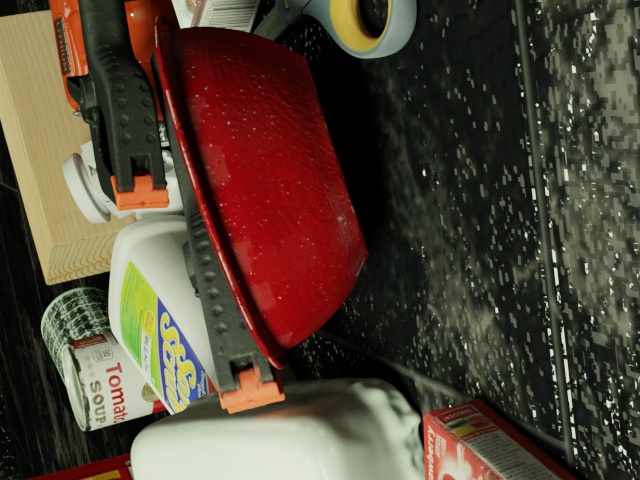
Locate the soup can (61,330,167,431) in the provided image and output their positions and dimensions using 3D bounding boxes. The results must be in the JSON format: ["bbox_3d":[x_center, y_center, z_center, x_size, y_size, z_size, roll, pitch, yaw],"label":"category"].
[{"bbox_3d":[-0.133,0.096,0.791,0.069,0.102,0.068,167,90,-68],"label":"soup can"}]

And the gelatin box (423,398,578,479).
[{"bbox_3d":[0.069,0.118,0.413,0.073,0.030,0.089,-142,44,-57],"label":"gelatin box"}]

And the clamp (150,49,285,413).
[{"bbox_3d":[-0.054,0.001,0.552,0.210,0.036,0.164,-110,6,-57],"label":"clamp"}]

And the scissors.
[{"bbox_3d":[-0.003,-0.097,0.486,0.202,0.016,0.096,124,129,-61],"label":"scissors"}]

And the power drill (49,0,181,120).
[{"bbox_3d":[-0.141,-0.165,0.726,0.188,0.057,0.184,176,84,-69],"label":"power drill"}]

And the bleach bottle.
[{"bbox_3d":[-0.057,0.083,0.656,0.251,0.067,0.103,43,131,48],"label":"bleach bottle"}]

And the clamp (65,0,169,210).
[{"bbox_3d":[-0.115,-0.090,0.589,0.171,0.039,0.120,-121,26,-43],"label":"clamp"}]

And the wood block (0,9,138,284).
[{"bbox_3d":[-0.209,-0.081,0.889,0.090,0.090,0.206,126,127,-63],"label":"wood block"}]

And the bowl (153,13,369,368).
[{"bbox_3d":[-0.018,-0.028,0.466,0.162,0.055,0.162,-19,-89,-87],"label":"bowl"}]
